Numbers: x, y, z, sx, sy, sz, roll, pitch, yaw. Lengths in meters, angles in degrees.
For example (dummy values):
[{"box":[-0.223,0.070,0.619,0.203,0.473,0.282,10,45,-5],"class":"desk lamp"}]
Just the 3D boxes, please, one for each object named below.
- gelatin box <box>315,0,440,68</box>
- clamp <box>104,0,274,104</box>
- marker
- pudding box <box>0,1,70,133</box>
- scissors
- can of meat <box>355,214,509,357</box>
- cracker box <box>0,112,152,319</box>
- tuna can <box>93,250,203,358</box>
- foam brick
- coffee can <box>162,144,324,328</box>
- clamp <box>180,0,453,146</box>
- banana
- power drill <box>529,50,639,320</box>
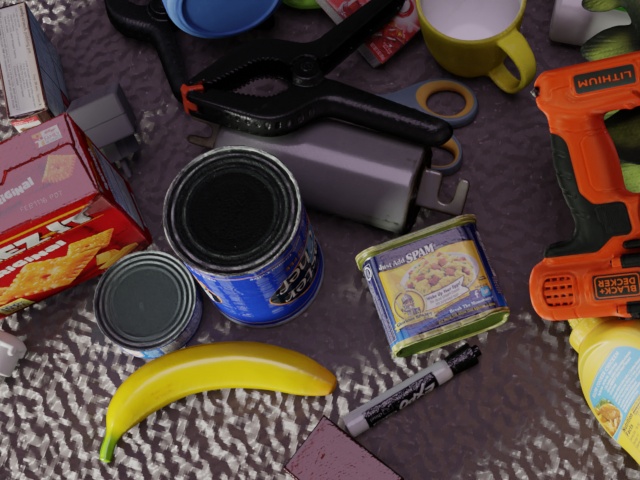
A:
[{"box":[0.048,-0.208,0.932,0.073,0.030,0.089,-44,99,-9],"class":"gelatin box"},{"box":[-0.141,-0.195,0.966,0.171,0.039,0.120,27,63,16],"class":"clamp"},{"box":[0.073,0.116,0.836,0.121,0.020,0.020,-30,69,-3],"class":"marker"},{"box":[-0.250,-0.137,0.934,0.039,0.090,0.113,-18,69,0],"class":"pudding box"},{"box":[0.051,-0.132,0.931,0.202,0.016,0.096,39,78,18],"class":"scissors"},{"box":[0.090,0.038,0.843,0.102,0.057,0.084,-20,71,1],"class":"can of meat"},{"box":[-0.229,-0.007,0.817,0.164,0.214,0.072,-25,81,-3],"class":"cracker box"},{"box":[-0.141,0.053,0.880,0.086,0.033,0.086,-2,70,7],"class":"tuna can"},{"box":[0.020,0.178,0.803,0.078,0.053,0.051,36,78,17],"class":"foam brick"},{"box":[-0.055,0.001,0.830,0.103,0.140,0.103,-2,70,6],"class":"coffee can"},{"box":[-0.007,-0.137,0.866,0.210,0.036,0.164,-4,56,-2],"class":"clamp"},{"box":[-0.088,0.116,0.852,0.198,0.037,0.069,-18,86,2],"class":"banana"},{"box":[0.232,-0.039,0.758,0.185,0.057,0.187,-8,88,23],"class":"power drill"}]
